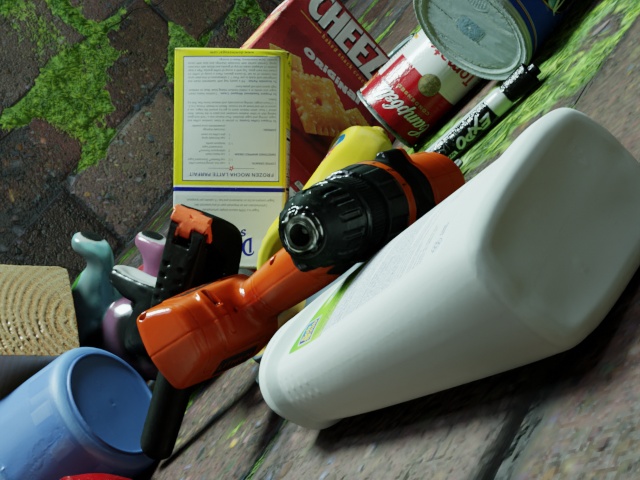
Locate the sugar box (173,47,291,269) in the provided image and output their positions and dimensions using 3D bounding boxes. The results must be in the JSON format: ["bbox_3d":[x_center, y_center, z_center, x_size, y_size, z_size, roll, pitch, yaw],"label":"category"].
[{"bbox_3d":[-0.071,-0.065,0.866,0.048,0.093,0.176,-41,-47,-84],"label":"sugar box"}]

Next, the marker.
[{"bbox_3d":[0.109,-0.083,0.762,0.121,0.020,0.020,-42,11,23],"label":"marker"}]

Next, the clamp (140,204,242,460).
[{"bbox_3d":[-0.089,0.056,0.751,0.164,0.036,0.210,-61,-16,-27],"label":"clamp"}]

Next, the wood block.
[{"bbox_3d":[-0.280,0.117,0.917,0.206,0.090,0.090,-57,41,43],"label":"wood block"}]

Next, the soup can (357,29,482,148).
[{"bbox_3d":[0.090,-0.137,0.906,0.102,0.068,0.068,-44,11,14],"label":"soup can"}]

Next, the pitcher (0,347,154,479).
[{"bbox_3d":[-0.244,0.193,0.841,0.243,0.144,0.149,-39,38,24],"label":"pitcher"}]

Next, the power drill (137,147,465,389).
[{"bbox_3d":[-0.017,0.017,0.611,0.188,0.057,0.184,-34,-8,29],"label":"power drill"}]

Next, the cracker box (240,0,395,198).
[{"bbox_3d":[-0.008,-0.129,0.999,0.072,0.164,0.213,-30,19,42],"label":"cracker box"}]

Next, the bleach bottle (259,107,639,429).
[{"bbox_3d":[0.039,0.033,0.501,0.102,0.068,0.251,-49,7,-32],"label":"bleach bottle"}]

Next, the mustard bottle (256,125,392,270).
[{"bbox_3d":[0.015,-0.037,0.843,0.191,0.058,0.096,-57,-7,-48],"label":"mustard bottle"}]

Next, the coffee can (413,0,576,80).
[{"bbox_3d":[0.153,-0.208,0.825,0.140,0.102,0.103,-50,11,-20],"label":"coffee can"}]
